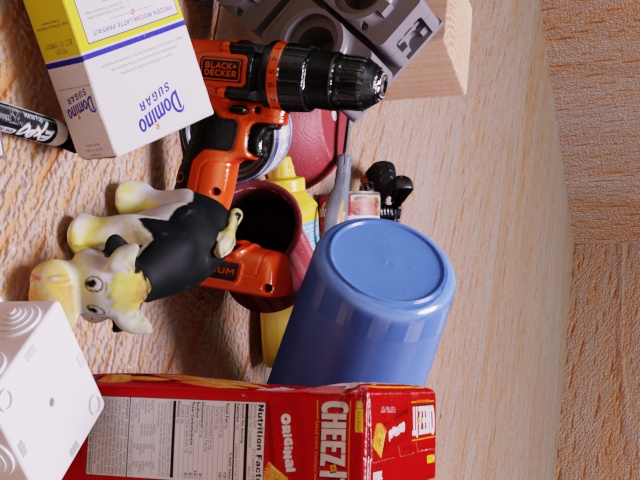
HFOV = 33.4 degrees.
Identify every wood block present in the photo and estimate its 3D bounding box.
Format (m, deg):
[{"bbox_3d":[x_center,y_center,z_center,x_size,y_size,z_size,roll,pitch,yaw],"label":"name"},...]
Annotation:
[{"bbox_3d":[0.021,-0.178,0.934,0.090,0.206,0.091,50,42,-60],"label":"wood block"}]

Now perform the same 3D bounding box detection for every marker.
[{"bbox_3d":[-0.177,-0.070,0.646,0.121,0.020,0.020,11,78,-70],"label":"marker"}]

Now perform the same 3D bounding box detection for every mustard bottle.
[{"bbox_3d":[-0.029,0.017,0.998,0.096,0.058,0.191,-23,110,-67],"label":"mustard bottle"}]

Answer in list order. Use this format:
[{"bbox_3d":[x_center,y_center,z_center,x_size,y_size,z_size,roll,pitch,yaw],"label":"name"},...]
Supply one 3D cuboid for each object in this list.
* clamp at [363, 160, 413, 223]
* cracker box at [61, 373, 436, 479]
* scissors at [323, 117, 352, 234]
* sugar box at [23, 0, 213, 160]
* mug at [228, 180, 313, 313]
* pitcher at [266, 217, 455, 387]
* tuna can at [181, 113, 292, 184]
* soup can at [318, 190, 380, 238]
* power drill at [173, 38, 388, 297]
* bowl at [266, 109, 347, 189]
[{"bbox_3d":[0.076,-0.041,1.228,0.210,0.036,0.165,-96,-169,-55],"label":"clamp"},{"bbox_3d":[-0.046,0.125,0.705,0.164,0.214,0.072,19,71,-69],"label":"cracker box"},{"bbox_3d":[0.020,-0.067,1.029,0.096,0.016,0.202,6,88,-83],"label":"scissors"},{"bbox_3d":[-0.135,-0.147,0.668,0.093,0.048,0.176,-32,114,-45],"label":"sugar box"},{"bbox_3d":[-0.056,0.001,0.901,0.117,0.093,0.081,57,-4,32],"label":"mug"},{"bbox_3d":[0.025,0.096,0.857,0.144,0.149,0.243,-20,142,-35],"label":"pitcher"},{"bbox_3d":[-0.068,-0.089,0.857,0.033,0.086,0.086,-36,122,-65],"label":"tuna can"},{"bbox_3d":[0.033,-0.001,1.160,0.068,0.069,0.102,4,85,-70],"label":"soup can"},{"bbox_3d":[-0.048,-0.055,0.794,0.057,0.185,0.188,0,98,-70],"label":"power drill"},{"bbox_3d":[-0.011,-0.121,1.067,0.162,0.055,0.162,-2,90,-71],"label":"bowl"}]
